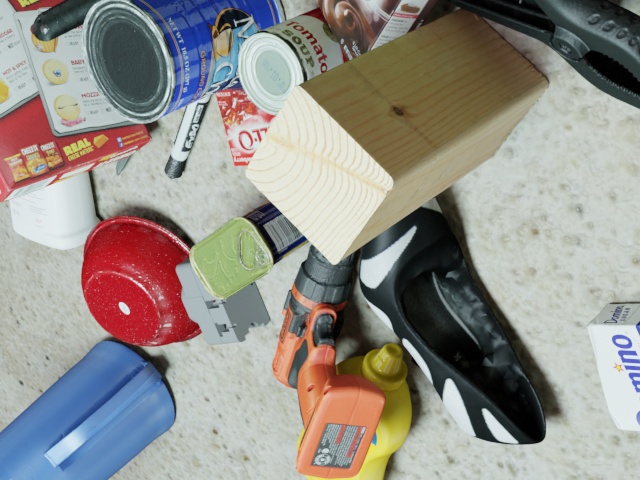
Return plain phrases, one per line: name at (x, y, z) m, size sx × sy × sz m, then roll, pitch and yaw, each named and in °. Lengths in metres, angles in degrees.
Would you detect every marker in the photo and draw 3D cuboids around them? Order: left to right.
marker at (-0.128, -0.104, 1.023) m, size 0.020 × 0.020 × 0.121 m, roll 42°, pitch 134°, yaw 15°

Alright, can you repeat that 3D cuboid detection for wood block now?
wood block at (0.058, -0.080, 0.743) m, size 0.091 × 0.205 × 0.090 m, roll 46°, pitch 135°, yaw 12°

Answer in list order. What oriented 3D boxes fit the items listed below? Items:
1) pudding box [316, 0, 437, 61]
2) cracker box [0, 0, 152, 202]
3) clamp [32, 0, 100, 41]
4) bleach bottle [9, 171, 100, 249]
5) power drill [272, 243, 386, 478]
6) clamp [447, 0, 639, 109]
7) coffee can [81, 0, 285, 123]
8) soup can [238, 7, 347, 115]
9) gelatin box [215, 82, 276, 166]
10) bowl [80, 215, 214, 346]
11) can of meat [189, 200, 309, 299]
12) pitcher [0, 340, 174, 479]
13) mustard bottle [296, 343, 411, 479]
pudding box at (0.037, -0.193, 0.791) m, size 0.090 × 0.039 × 0.113 m, roll -56°, pitch 51°, yaw 44°
cracker box at (-0.281, -0.158, 1.010) m, size 0.072 × 0.163 × 0.214 m, roll -24°, pitch 92°, yaw 52°
clamp at (-0.168, -0.219, 0.922) m, size 0.039 × 0.120 × 0.172 m, roll 52°, pitch 120°, yaw 21°
bleach bottle at (-0.294, -0.122, 1.128) m, size 0.103 × 0.067 × 0.251 m, roll 17°, pitch 121°, yaw 32°
power drill at (0.008, 0.096, 0.924) m, size 0.057 × 0.187 × 0.185 m, roll 7°, pitch 122°, yaw -14°
clamp at (0.165, -0.144, 0.689) m, size 0.210 × 0.036 × 0.164 m, roll 37°, pitch 176°, yaw 12°
coffee can at (-0.111, -0.167, 0.887) m, size 0.103 × 0.140 × 0.103 m, roll 20°, pitch 125°, yaw 32°
soup can at (-0.008, -0.145, 0.838) m, size 0.069 × 0.102 × 0.068 m, roll 20°, pitch 125°, yaw 32°
gelatin box at (-0.047, -0.104, 0.945) m, size 0.089 × 0.030 × 0.073 m, roll 3°, pitch 115°, yaw 40°
bowl at (-0.194, 0.056, 1.121) m, size 0.162 × 0.055 × 0.162 m, roll 14°, pitch 127°, yaw 19°
can of meat at (-0.056, 0.001, 0.975) m, size 0.102 × 0.083 × 0.057 m, roll -32°, pitch 91°, yaw 46°
pitcher at (-0.281, 0.226, 1.181) m, size 0.145 × 0.242 × 0.149 m, roll 18°, pitch 130°, yaw 29°
mustard bottle at (0.038, 0.166, 1.003) m, size 0.096 × 0.058 × 0.192 m, roll 51°, pitch 138°, yaw 32°
